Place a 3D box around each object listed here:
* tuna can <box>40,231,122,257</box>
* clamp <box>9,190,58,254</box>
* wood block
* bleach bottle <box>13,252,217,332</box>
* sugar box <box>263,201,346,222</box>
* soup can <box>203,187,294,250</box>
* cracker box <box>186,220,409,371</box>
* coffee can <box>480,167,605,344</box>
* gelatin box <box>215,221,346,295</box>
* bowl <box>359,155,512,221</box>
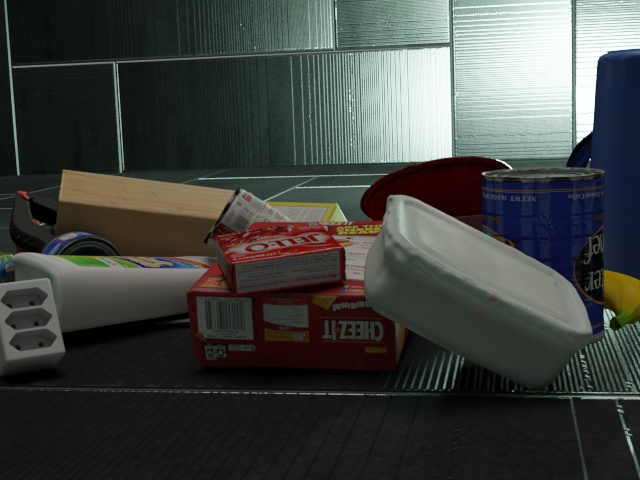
[{"bbox_3d":[-0.237,0.035,1.060,0.085,0.086,0.034,-8,11,-35],"label":"tuna can"},{"bbox_3d":[-0.280,0.001,1.216,0.164,0.036,0.210,-10,36,-36],"label":"clamp"},{"bbox_3d":[-0.177,-0.008,1.142,0.206,0.091,0.090,6,24,-13],"label":"wood block"},{"bbox_3d":[-0.168,0.044,1.040,0.250,0.068,0.103,-2,10,-43],"label":"bleach bottle"},{"bbox_3d":[-0.063,0.001,1.255,0.177,0.048,0.093,2,51,36],"label":"sugar box"},{"bbox_3d":[-0.057,0.001,1.066,0.102,0.068,0.068,33,6,-5],"label":"soup can"},{"bbox_3d":[-0.003,0.041,0.912,0.164,0.072,0.213,0,16,12],"label":"cracker box"},{"bbox_3d":[0.188,0.012,0.904,0.103,0.140,0.103,-2,8,0],"label":"coffee can"},{"bbox_3d":[-0.032,0.012,0.824,0.089,0.030,0.073,-8,19,-13],"label":"gelatin box"},{"bbox_3d":[0.123,-0.026,1.089,0.162,0.055,0.162,-7,-21,-3],"label":"bowl"}]
